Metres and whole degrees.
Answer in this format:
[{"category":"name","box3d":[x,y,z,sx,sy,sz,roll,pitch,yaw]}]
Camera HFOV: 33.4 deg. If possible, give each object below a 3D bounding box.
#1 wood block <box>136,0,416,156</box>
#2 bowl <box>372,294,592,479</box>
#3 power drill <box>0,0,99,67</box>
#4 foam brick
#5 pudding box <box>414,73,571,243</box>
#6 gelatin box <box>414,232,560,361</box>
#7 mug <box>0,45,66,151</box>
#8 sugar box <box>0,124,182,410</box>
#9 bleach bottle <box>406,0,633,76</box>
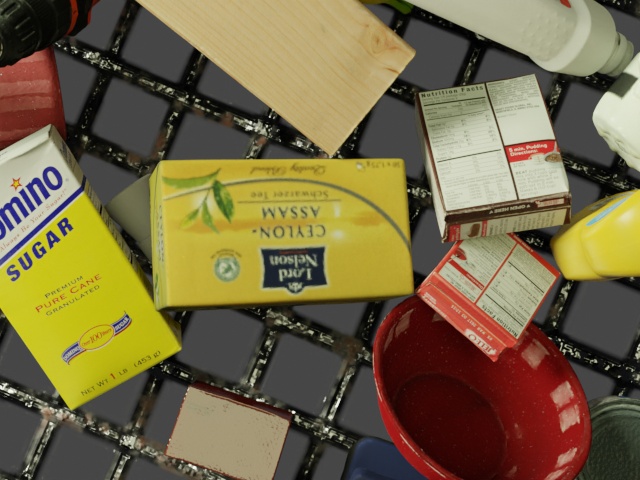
[{"category":"wood block","box3d":[-0.049,-0.161,0.708,0.206,0.090,0.091,37,99,-18]},{"category":"bowl","box3d":[0.099,0.113,0.722,0.162,0.055,0.162,14,47,-16]},{"category":"power drill","box3d":[-0.248,-0.174,0.719,0.188,0.184,0.057,13,120,6]},{"category":"foam brick","box3d":[-0.063,0.136,0.750,0.078,0.051,0.053,19,87,2]},{"category":"pudding box","box3d":[0.118,-0.059,0.741,0.090,0.039,0.113,-9,55,1]},{"category":"gelatin box","box3d":[0.116,0.030,0.739,0.073,0.030,0.089,40,47,3]},{"category":"mug","box3d":[-0.223,-0.091,0.749,0.081,0.093,0.117,-9,124,-15]},{"category":"sugar box","box3d":[-0.177,0.020,0.730,0.093,0.048,0.176,-30,112,0]},{"category":"bleach bottle","box3d":[0.109,-0.178,0.725,0.250,0.102,0.068,21,123,-25]}]
